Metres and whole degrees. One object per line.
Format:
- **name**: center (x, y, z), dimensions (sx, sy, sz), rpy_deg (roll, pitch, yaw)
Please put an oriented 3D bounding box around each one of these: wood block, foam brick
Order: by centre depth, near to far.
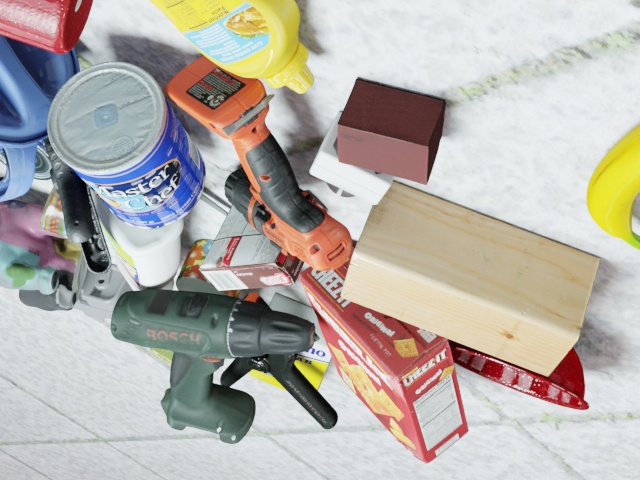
- **foam brick**: center (0.057, -0.088, 0.861), dimensions (0.078, 0.051, 0.053), rpy_deg (16, 150, 12)
- **wood block**: center (0.133, 0.035, 0.973), dimensions (0.206, 0.090, 0.091), rpy_deg (21, 150, 4)

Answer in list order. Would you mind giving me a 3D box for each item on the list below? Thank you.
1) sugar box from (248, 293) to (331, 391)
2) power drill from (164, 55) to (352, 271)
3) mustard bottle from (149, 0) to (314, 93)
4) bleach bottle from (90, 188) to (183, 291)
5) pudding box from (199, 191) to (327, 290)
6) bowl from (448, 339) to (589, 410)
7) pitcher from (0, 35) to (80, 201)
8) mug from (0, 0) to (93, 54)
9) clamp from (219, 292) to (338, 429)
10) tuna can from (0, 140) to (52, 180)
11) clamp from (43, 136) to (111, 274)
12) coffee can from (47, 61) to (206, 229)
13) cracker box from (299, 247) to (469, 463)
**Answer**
- **sugar box**: center (-0.032, 0.134, 1.306), dimensions (0.093, 0.048, 0.176), rpy_deg (22, 152, 3)
- **power drill**: center (-0.061, -0.070, 0.935), dimensions (0.185, 0.057, 0.187), rpy_deg (32, 160, 48)
- **mustard bottle**: center (-0.072, -0.177, 0.797), dimensions (0.096, 0.058, 0.191), rpy_deg (-14, 134, 44)
- **bleach bottle**: center (-0.191, 0.014, 1.169), dimensions (0.102, 0.068, 0.251), rpy_deg (48, 163, 15)
- **pudding box**: center (-0.057, 0.001, 1.054), dimensions (0.114, 0.090, 0.039), rpy_deg (-5, 139, 41)
- **bowl**: center (0.199, 0.114, 1.067), dimensions (0.162, 0.055, 0.162), rpy_deg (22, 170, 4)
- **pitcher**: center (-0.334, -0.123, 0.997), dimensions (0.145, 0.149, 0.243), rpy_deg (40, 151, -27)
- **mug**: center (-0.229, -0.199, 0.858), dimensions (0.081, 0.093, 0.117), rpy_deg (19, -178, -2)
- **clamp**: center (-0.056, 0.140, 1.244), dimensions (0.165, 0.036, 0.210), rpy_deg (21, 144, 19)
- **tuna can**: center (-0.307, -0.101, 1.120), dimensions (0.086, 0.033, 0.086), rpy_deg (18, 151, 10)
- **clamp**: center (-0.234, -0.051, 1.017), dimensions (0.039, 0.171, 0.120), rpy_deg (-12, 155, -11)
- **coffee can**: center (-0.169, -0.081, 0.952), dimensions (0.103, 0.103, 0.140), rpy_deg (15, 164, 14)
- **cracker box**: center (0.068, 0.122, 1.114), dimensions (0.164, 0.072, 0.213), rpy_deg (44, 166, 33)
